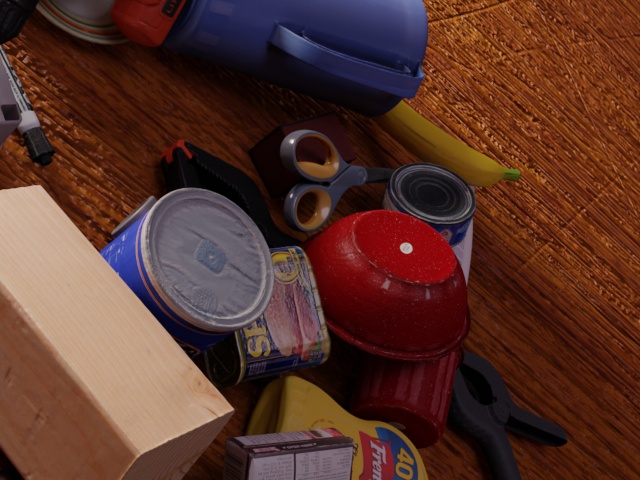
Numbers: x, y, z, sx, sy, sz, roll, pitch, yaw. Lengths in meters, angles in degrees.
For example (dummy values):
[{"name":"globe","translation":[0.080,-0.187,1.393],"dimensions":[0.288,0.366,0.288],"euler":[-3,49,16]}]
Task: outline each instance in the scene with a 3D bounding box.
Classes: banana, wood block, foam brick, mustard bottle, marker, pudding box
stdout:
[{"name":"banana","translation":[0.104,-0.105,1.065],"dimensions":[0.198,0.037,0.069],"euler":[36,19,16]},{"name":"wood block","translation":[-0.165,0.070,0.665],"dimensions":[0.206,0.090,0.090],"euler":[46,28,17]},{"name":"foam brick","translation":[-0.016,-0.079,0.979],"dimensions":[0.078,0.053,0.051],"euler":[-22,82,-46]},{"name":"mustard bottle","translation":[0.029,0.188,0.854],"dimensions":[0.191,0.058,0.096],"euler":[31,58,-26]},{"name":"marker","translation":[-0.236,-0.112,0.822],"dimensions":[0.020,0.020,0.121],"euler":[-21,81,-47]},{"name":"pudding box","translation":[-0.025,0.196,0.767],"dimensions":[0.089,0.039,0.113],"euler":[0,101,-31]}]

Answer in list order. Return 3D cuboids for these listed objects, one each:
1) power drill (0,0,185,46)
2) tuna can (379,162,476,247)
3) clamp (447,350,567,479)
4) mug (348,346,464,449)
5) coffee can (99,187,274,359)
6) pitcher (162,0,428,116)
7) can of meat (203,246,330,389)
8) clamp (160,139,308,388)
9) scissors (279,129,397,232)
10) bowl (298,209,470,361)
[{"name":"power drill","translation":[-0.170,-0.211,0.810],"dimensions":[0.057,0.184,0.187],"euler":[32,4,21]},{"name":"tuna can","translation":[0.100,-0.033,0.987],"dimensions":[0.086,0.034,0.086],"euler":[9,44,-9]},{"name":"clamp","translation":[0.159,0.174,0.998],"dimensions":[0.171,0.039,0.120],"euler":[42,39,-10]},{"name":"mug","translation":[0.074,0.132,0.919],"dimensions":[0.117,0.093,0.081],"euler":[67,31,-48]},{"name":"coffee can","translation":[-0.114,0.039,0.752],"dimensions":[0.102,0.141,0.103],"euler":[22,53,-32]},{"name":"pitcher","translation":[-0.024,-0.198,0.984],"dimensions":[0.242,0.149,0.145],"euler":[9,73,-35]},{"name":"can of meat","translation":[-0.047,0.057,0.825],"dimensions":[0.083,0.058,0.102],"euler":[-7,78,-34]},{"name":"clamp","translation":[-0.056,0.001,0.905],"dimensions":[0.210,0.036,0.164],"euler":[57,42,-4]},{"name":"scissors","translation":[0.024,-0.042,0.964],"dimensions":[0.201,0.016,0.096],"euler":[22,79,-53]},{"name":"bowl","translation":[0.060,0.024,0.886],"dimensions":[0.162,0.055,0.162],"euler":[15,37,-11]}]
